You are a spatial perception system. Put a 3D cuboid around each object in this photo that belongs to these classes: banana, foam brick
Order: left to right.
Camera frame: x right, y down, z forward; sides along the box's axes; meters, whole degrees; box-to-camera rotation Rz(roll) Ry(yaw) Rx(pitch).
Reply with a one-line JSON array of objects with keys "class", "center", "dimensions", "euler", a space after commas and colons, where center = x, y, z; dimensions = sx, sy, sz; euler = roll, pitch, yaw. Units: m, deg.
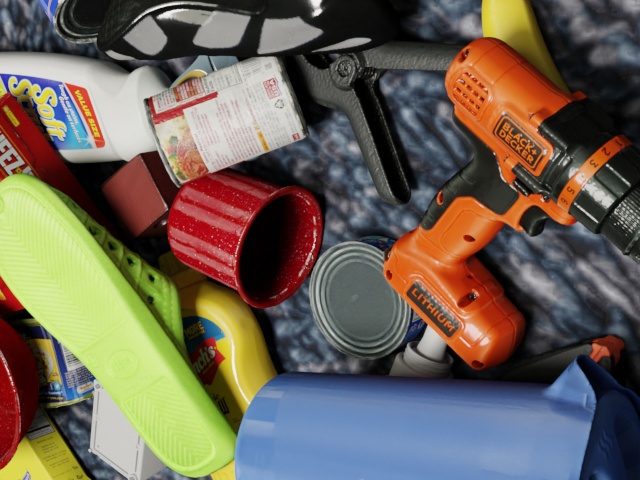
[{"class": "foam brick", "center": [-0.119, -0.037, 0.833], "dimensions": [0.053, 0.078, 0.051], "euler": [-35, 77, 35]}, {"class": "banana", "center": [0.155, -0.081, 0.653], "dimensions": [0.070, 0.037, 0.198], "euler": [-47, 72, 17]}]

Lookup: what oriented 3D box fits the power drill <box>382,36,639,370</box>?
[{"class": "power drill", "center": [0.125, -0.004, 0.647], "dimensions": [0.184, 0.057, 0.188], "euler": [48, 139, 20]}]

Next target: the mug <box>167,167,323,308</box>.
[{"class": "mug", "center": [-0.055, 0.001, 0.798], "dimensions": [0.082, 0.093, 0.117], "euler": [23, 149, 35]}]

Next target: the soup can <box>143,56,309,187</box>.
[{"class": "soup can", "center": [-0.066, -0.087, 0.761], "dimensions": [0.102, 0.068, 0.068], "euler": [-21, 86, 1]}]

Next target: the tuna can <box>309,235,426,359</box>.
[{"class": "tuna can", "center": [0.036, 0.040, 0.764], "dimensions": [0.086, 0.033, 0.086], "euler": [9, 105, 35]}]

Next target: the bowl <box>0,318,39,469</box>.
[{"class": "bowl", "center": [-0.299, 0.121, 0.941], "dimensions": [0.162, 0.055, 0.162], "euler": [12, 111, 33]}]

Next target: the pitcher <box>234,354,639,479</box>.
[{"class": "pitcher", "center": [0.070, 0.155, 0.657], "dimensions": [0.243, 0.149, 0.145], "euler": [1, 145, 35]}]

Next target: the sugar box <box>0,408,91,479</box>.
[{"class": "sugar box", "center": [-0.299, 0.194, 1.033], "dimensions": [0.176, 0.048, 0.093], "euler": [49, 123, 16]}]

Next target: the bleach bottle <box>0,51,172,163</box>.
[{"class": "bleach bottle", "center": [-0.206, -0.116, 0.890], "dimensions": [0.251, 0.067, 0.102], "euler": [3, 105, 33]}]

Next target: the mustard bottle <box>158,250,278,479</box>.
[{"class": "mustard bottle", "center": [-0.082, 0.096, 0.846], "dimensions": [0.096, 0.058, 0.191], "euler": [-31, 81, 41]}]

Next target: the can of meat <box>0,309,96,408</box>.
[{"class": "can of meat", "center": [-0.248, 0.105, 0.970], "dimensions": [0.102, 0.057, 0.084], "euler": [-8, 97, 37]}]

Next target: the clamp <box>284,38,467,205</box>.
[{"class": "clamp", "center": [0.035, -0.122, 0.728], "dimensions": [0.171, 0.039, 0.120], "euler": [50, 116, 18]}]

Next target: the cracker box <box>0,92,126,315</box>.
[{"class": "cracker box", "center": [-0.298, -0.016, 0.928], "dimensions": [0.214, 0.072, 0.164], "euler": [-16, 117, 40]}]
